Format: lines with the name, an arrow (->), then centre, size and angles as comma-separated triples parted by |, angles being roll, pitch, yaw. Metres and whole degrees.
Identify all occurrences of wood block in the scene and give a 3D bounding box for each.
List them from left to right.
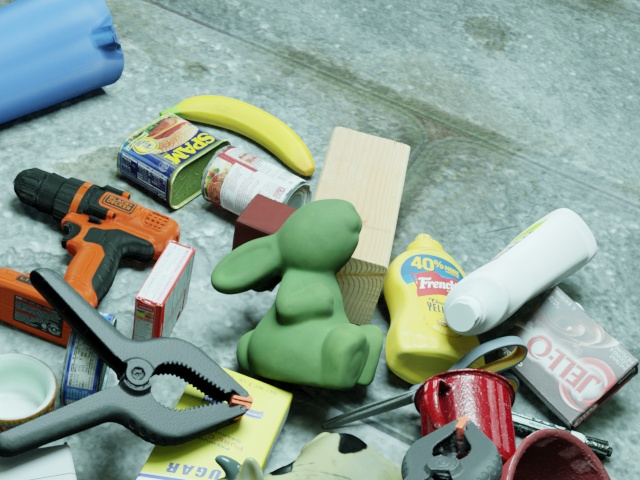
wood block -> 0.032, -0.020, 1.136 | 0.091, 0.090, 0.206 | 15, 41, 0

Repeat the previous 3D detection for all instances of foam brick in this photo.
foam brick -> -0.057, 0.001, 1.097 | 0.053, 0.078, 0.051 | 23, 44, 11

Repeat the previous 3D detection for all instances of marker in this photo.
marker -> 0.218, 0.183, 1.014 | 0.121, 0.020, 0.020 | 17, 42, 4

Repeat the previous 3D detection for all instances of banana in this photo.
banana -> -0.089, -0.132, 1.270 | 0.198, 0.037, 0.069 | 20, 59, 10

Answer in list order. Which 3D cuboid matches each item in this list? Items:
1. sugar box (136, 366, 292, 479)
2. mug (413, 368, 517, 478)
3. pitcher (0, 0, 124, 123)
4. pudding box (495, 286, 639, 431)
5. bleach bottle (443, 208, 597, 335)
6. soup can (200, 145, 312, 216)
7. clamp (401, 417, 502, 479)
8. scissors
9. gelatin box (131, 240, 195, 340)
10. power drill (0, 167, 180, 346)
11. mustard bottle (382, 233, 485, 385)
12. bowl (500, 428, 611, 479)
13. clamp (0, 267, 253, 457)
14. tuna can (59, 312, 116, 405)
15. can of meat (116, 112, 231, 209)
sugar box -> -0.095, 0.189, 0.905 | 0.093, 0.048, 0.176 | 19, 41, 5
mug -> 0.125, 0.167, 0.942 | 0.093, 0.117, 0.081 | -21, 43, 22
pitcher -> -0.361, -0.200, 1.216 | 0.242, 0.149, 0.145 | -31, 73, -35
pudding box -> 0.240, 0.116, 1.046 | 0.090, 0.039, 0.114 | -41, 60, -5
bleach bottle -> 0.190, 0.037, 1.052 | 0.068, 0.103, 0.250 | 55, 31, 7
soup can -> -0.068, -0.053, 1.155 | 0.102, 0.068, 0.068 | 27, 43, 21
clamp -> 0.085, 0.188, 0.816 | 0.120, 0.039, 0.171 | 1, 17, 10
scissors -> 0.107, 0.152, 1.008 | 0.202, 0.096, 0.016 | -27, 43, 2
gelatin box -> -0.151, 0.055, 1.017 | 0.030, 0.073, 0.089 | 18, 42, 4
power drill -> -0.253, 0.008, 1.053 | 0.184, 0.057, 0.187 | 20, 42, 7
mustard bottle -> 0.111, 0.062, 1.088 | 0.096, 0.058, 0.191 | 16, 40, -14
bowl -> 0.185, 0.240, 0.883 | 0.161, 0.055, 0.162 | 20, 59, -37
clamp -> -0.159, 0.107, 0.882 | 0.209, 0.036, 0.164 | 10, 58, -20
tuna can -> -0.204, 0.105, 0.939 | 0.033, 0.086, 0.086 | 11, 42, -6
can of meat -> -0.164, -0.092, 1.189 | 0.084, 0.057, 0.101 | 30, 43, 22
